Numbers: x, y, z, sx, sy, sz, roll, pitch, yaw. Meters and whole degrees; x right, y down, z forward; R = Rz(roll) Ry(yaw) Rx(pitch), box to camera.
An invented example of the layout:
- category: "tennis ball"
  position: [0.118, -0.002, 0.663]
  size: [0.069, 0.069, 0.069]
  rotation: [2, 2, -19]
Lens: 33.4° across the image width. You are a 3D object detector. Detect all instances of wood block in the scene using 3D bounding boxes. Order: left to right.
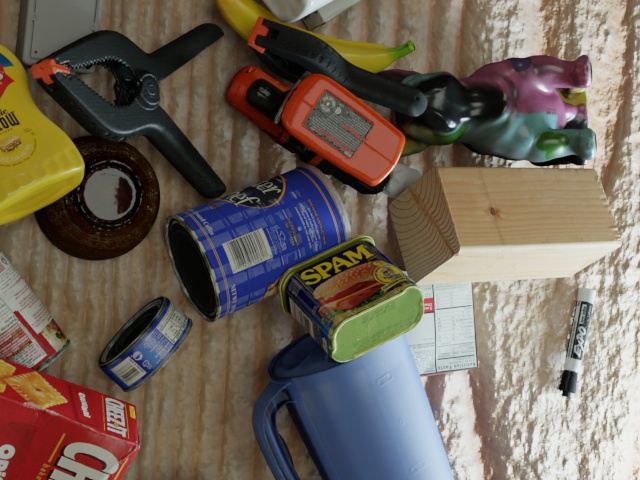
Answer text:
- category: "wood block"
  position: [0.185, -0.016, 1.066]
  size: [0.205, 0.090, 0.091]
  rotation: [-1, 66, -30]

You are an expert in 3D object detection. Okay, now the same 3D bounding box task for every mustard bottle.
- category: "mustard bottle"
  position: [-0.281, -0.111, 0.878]
  size: [0.096, 0.058, 0.192]
  rotation: [-30, 79, -22]

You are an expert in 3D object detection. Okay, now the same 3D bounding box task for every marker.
- category: "marker"
  position: [0.281, 0.112, 1.169]
  size: [0.020, 0.020, 0.121]
  rotation: [17, 81, -23]

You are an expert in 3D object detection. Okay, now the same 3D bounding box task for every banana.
- category: "banana"
  position: [-0.012, -0.193, 1.020]
  size: [0.197, 0.070, 0.037]
  rotation: [11, 47, -16]

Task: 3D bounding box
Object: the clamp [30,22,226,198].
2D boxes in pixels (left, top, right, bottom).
- category: "clamp"
  position: [-0.155, -0.137, 0.927]
  size: [0.209, 0.036, 0.164]
  rotation: [17, 70, -48]

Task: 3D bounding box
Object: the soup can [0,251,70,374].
- category: "soup can"
  position: [-0.267, 0.065, 0.893]
  size: [0.068, 0.069, 0.102]
  rotation: [-39, 104, -21]

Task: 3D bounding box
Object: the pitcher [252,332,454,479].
- category: "pitcher"
  position: [0.046, 0.202, 1.002]
  size: [0.149, 0.145, 0.243]
  rotation: [-19, 102, 14]

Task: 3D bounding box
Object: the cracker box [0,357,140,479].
- category: "cracker box"
  position: [-0.276, 0.177, 0.850]
  size: [0.213, 0.072, 0.164]
  rotation: [25, 106, -21]

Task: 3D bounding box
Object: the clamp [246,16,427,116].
- category: "clamp"
  position: [0.004, -0.151, 0.999]
  size: [0.171, 0.120, 0.039]
  rotation: [28, 68, -16]

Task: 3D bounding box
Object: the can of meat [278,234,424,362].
- category: "can of meat"
  position: [0.028, 0.052, 0.936]
  size: [0.102, 0.084, 0.057]
  rotation: [-25, 133, -21]

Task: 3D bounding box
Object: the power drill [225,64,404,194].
- category: "power drill"
  position: [0.008, -0.092, 0.960]
  size: [0.184, 0.188, 0.057]
  rotation: [32, 87, -17]

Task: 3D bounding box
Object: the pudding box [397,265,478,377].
- category: "pudding box"
  position: [0.111, 0.080, 1.082]
  size: [0.089, 0.039, 0.113]
  rotation: [-4, 92, -26]

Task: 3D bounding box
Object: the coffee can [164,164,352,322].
- category: "coffee can"
  position: [-0.056, 0.001, 0.972]
  size: [0.140, 0.103, 0.103]
  rotation: [-23, 98, -23]

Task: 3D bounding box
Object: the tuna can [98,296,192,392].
- category: "tuna can"
  position: [-0.154, 0.090, 0.934]
  size: [0.033, 0.086, 0.086]
  rotation: [46, 71, -15]
